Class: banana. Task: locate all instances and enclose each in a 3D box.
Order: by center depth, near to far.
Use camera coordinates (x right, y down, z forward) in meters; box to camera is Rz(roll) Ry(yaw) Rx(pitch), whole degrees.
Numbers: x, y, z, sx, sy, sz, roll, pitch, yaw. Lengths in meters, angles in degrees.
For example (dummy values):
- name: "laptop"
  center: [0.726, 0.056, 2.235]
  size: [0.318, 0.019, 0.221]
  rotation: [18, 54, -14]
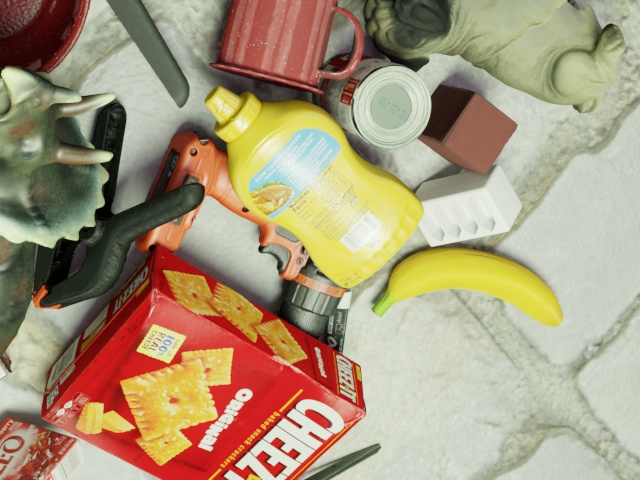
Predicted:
- name: "banana"
  center: [0.143, 0.041, 0.983]
  size: [0.197, 0.037, 0.070]
  rotation: [6, 120, -18]

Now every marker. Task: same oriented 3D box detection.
- name: "marker"
  center: [0.011, 0.102, 0.963]
  size: [0.020, 0.020, 0.121]
  rotation: [2, 104, -19]

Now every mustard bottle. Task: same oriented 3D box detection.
- name: "mustard bottle"
  center: [-0.015, -0.052, 0.832]
  size: [0.096, 0.058, 0.191]
  rotation: [-45, 114, 11]

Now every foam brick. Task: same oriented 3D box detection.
- name: "foam brick"
  center: [0.121, -0.096, 0.914]
  size: [0.051, 0.078, 0.053]
  rotation: [34, 92, -22]

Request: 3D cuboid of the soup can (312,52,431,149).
- name: "soup can"
  center: [0.040, -0.115, 0.868]
  size: [0.068, 0.102, 0.068]
  rotation: [-5, 106, -17]

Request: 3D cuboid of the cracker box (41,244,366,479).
- name: "cracker box"
  center: [-0.095, 0.125, 0.878]
  size: [0.213, 0.072, 0.164]
  rotation: [33, 115, -23]

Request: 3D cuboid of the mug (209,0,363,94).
- name: "mug"
  center: [-0.022, -0.162, 0.835]
  size: [0.117, 0.093, 0.081]
  rotation: [15, 95, 16]

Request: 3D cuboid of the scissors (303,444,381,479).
- name: "scissors"
  center: [-0.026, 0.237, 0.952]
  size: [0.201, 0.096, 0.016]
  rotation: [-17, 111, -10]

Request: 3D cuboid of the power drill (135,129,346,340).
- name: "power drill"
  center: [-0.056, 0.001, 0.894]
  size: [0.187, 0.057, 0.184]
  rotation: [20, 94, -25]

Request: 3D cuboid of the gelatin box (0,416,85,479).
- name: "gelatin box"
  center: [-0.242, 0.187, 0.842]
  size: [0.089, 0.073, 0.030]
  rotation: [-54, 146, -44]

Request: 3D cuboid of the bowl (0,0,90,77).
- name: "bowl"
  center: [-0.241, -0.185, 0.753]
  size: [0.162, 0.055, 0.162]
  rotation: [-1, 105, -5]

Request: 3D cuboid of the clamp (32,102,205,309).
- name: "clamp"
  center: [-0.176, -0.021, 0.842]
  size: [0.171, 0.120, 0.039]
  rotation: [-43, 150, 14]

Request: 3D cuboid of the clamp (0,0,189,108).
- name: "clamp"
  center: [-0.187, -0.201, 0.805]
  size: [0.164, 0.036, 0.210]
  rotation: [-5, 103, -10]
